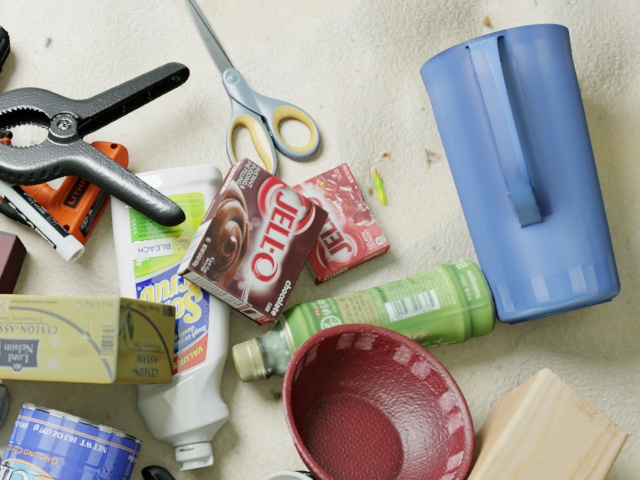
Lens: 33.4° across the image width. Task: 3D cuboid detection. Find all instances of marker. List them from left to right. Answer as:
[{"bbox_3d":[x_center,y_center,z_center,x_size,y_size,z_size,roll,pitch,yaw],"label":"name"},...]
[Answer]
[{"bbox_3d":[-0.245,-0.028,0.889,0.121,0.020,0.020,43,76,9],"label":"marker"}]

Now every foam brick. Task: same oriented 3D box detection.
[{"bbox_3d":[-0.300,0.015,0.915,0.078,0.053,0.051,14,74,1],"label":"foam brick"}]

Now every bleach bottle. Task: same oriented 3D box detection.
[{"bbox_3d":[-0.116,0.067,0.910,0.102,0.068,0.251,-9,78,-7],"label":"bleach bottle"}]

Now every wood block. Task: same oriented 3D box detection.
[{"bbox_3d":[0.145,0.213,0.839,0.090,0.091,0.205,39,57,3],"label":"wood block"}]

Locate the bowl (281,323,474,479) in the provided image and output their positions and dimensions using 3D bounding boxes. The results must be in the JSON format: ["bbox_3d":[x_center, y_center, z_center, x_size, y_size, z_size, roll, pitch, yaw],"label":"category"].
[{"bbox_3d":[0.037,0.147,0.836,0.162,0.055,0.162,14,49,-17],"label":"bowl"}]

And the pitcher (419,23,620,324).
[{"bbox_3d":[0.174,-0.056,0.913,0.149,0.145,0.243,-9,82,-31],"label":"pitcher"}]

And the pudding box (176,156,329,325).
[{"bbox_3d":[-0.056,0.001,0.890,0.090,0.039,0.113,33,69,-17],"label":"pudding box"}]

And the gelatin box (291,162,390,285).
[{"bbox_3d":[0.010,-0.015,0.954,0.073,0.030,0.089,-25,78,-10],"label":"gelatin box"}]

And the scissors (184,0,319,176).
[{"bbox_3d":[-0.061,-0.146,0.993,0.096,0.016,0.202,-11,76,-8],"label":"scissors"}]

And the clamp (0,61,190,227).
[{"bbox_3d":[-0.206,-0.078,0.886,0.209,0.036,0.164,-4,58,-10],"label":"clamp"}]

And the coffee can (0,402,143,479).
[{"bbox_3d":[-0.211,0.211,0.842,0.103,0.103,0.140,17,74,1],"label":"coffee can"}]

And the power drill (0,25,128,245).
[{"bbox_3d":[-0.269,-0.086,0.943,0.187,0.057,0.184,24,79,6],"label":"power drill"}]
